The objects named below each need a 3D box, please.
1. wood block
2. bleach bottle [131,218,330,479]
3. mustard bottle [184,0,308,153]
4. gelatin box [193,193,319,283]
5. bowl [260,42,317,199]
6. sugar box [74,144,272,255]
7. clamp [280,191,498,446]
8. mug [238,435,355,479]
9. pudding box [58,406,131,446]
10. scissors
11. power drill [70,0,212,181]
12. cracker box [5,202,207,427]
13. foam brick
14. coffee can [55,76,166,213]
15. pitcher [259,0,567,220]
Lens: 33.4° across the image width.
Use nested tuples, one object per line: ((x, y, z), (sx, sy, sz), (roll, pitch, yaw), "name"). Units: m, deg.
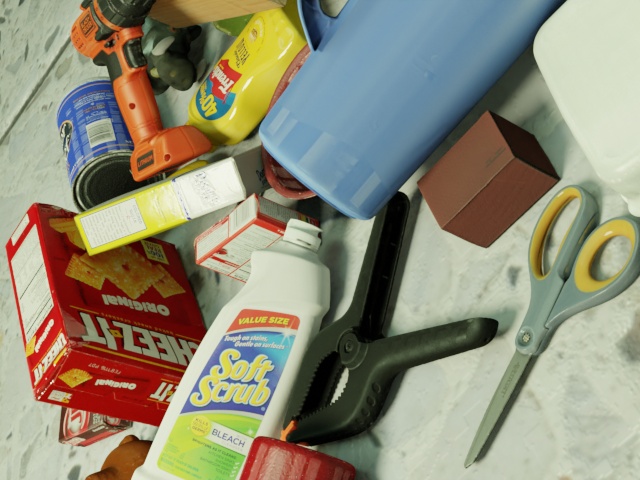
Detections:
((-0.115, -0.271, 1.037), (0.206, 0.090, 0.090), (7, 82, 54), "wood block")
((-0.063, 0.101, 0.879), (0.102, 0.068, 0.251), (20, 86, 10), "bleach bottle")
((-0.078, -0.152, 1.054), (0.192, 0.058, 0.096), (-47, 40, 26), "mustard bottle")
((-0.056, 0.001, 0.936), (0.089, 0.073, 0.030), (-35, 47, 37), "gelatin box")
((0.020, -0.103, 0.910), (0.162, 0.055, 0.162), (-27, 53, 41), "bowl")
((-0.127, -0.038, 0.980), (0.176, 0.093, 0.048), (-16, 98, 25), "sugar box")
((0.041, 0.085, 0.803), (0.210, 0.036, 0.165), (-58, 37, 16), "clamp")
((-0.012, 0.196, 0.780), (0.117, 0.093, 0.081), (12, 75, 23), "mug")
((-0.231, 0.149, 1.105), (0.090, 0.039, 0.113), (-27, 52, 41), "pudding box")
((0.154, 0.061, 0.694), (0.096, 0.016, 0.202), (7, 78, 52), "scissors")
((-0.169, -0.160, 1.027), (0.185, 0.057, 0.187), (-18, 93, 61), "power drill")
((-0.193, 0.068, 0.996), (0.072, 0.164, 0.214), (-54, 39, 22), "cracker box")
((0.119, -0.042, 0.760), (0.078, 0.051, 0.053), (-46, 43, 27), "foam brick")
((-0.234, -0.101, 1.183), (0.103, 0.102, 0.140), (-48, 41, 24), "coffee can")
((0.059, -0.143, 0.763), (0.149, 0.144, 0.243), (44, 99, 30), "pitcher")
